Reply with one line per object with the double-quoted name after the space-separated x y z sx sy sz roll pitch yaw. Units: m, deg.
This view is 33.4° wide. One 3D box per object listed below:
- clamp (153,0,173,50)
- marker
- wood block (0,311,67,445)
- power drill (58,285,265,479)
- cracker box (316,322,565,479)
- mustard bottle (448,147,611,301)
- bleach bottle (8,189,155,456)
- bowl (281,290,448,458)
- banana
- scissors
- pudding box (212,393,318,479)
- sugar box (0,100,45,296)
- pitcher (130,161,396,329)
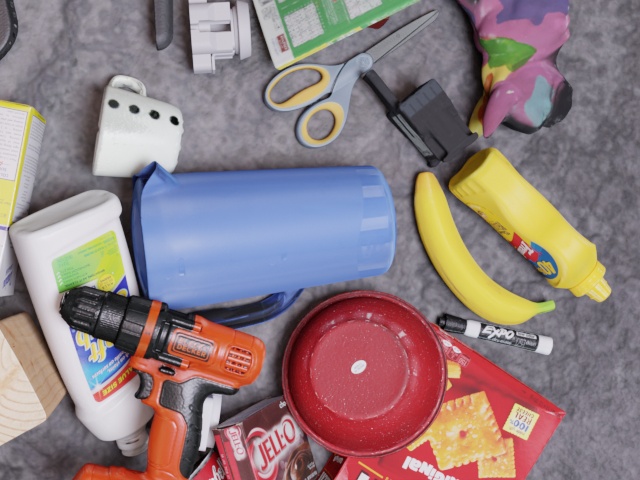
-0.160 -0.273 1.046 0.120 0.039 0.171 38 84 -7 "clamp"
0.179 0.096 1.095 0.121 0.020 0.020 13 87 -7 "marker"
-0.288 0.126 0.936 0.090 0.206 0.090 -29 93 -8 "wood block"
-0.159 0.145 0.932 0.184 0.057 0.188 18 93 -8 "power drill"
0.114 0.212 1.058 0.164 0.072 0.213 34 85 -5 "cracker box"
0.216 -0.009 1.064 0.191 0.096 0.058 42 83 -5 "mustard bottle"
-0.202 0.086 0.995 0.102 0.068 0.251 -27 116 -27 "bleach bottle"
0.039 0.123 1.003 0.162 0.055 0.162 -1 79 7 "bowl"
0.150 0.021 1.087 0.198 0.037 0.069 47 66 -6 "banana"
0.042 -0.159 1.084 0.201 0.016 0.096 -19 93 -8 "scissors"
-0.051 0.202 1.016 0.039 0.113 0.090 -15 92 24 "pudding box"
-0.298 -0.037 0.995 0.048 0.093 0.176 13 87 -6 "sugar box"
-0.057 0.001 1.019 0.242 0.149 0.145 -6 75 -12 "pitcher"
